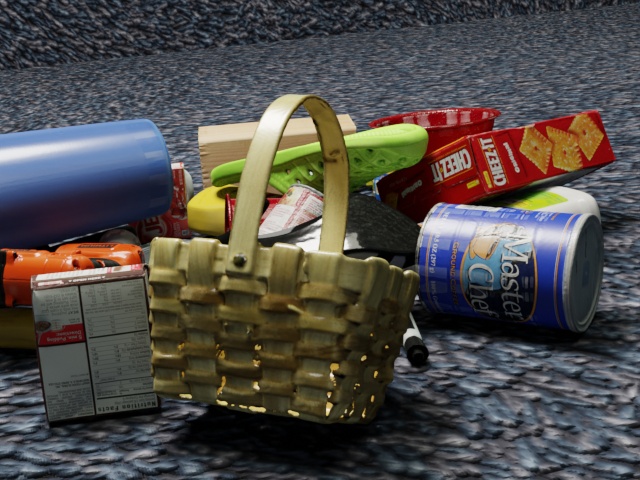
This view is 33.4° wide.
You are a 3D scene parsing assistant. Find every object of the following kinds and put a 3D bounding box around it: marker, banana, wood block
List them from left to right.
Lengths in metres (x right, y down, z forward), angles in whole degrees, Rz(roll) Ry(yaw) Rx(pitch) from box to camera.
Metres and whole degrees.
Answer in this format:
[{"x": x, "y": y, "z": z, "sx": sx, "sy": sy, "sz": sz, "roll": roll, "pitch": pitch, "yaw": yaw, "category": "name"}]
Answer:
[{"x": -0.249, "y": 0.088, "z": 0.947, "sx": 0.198, "sy": 0.037, "sz": 0.069, "roll": 2, "pitch": 34, "yaw": 21, "category": "banana"}, {"x": -0.057, "y": -0.109, "z": 1.434, "sx": 0.206, "sy": 0.091, "sz": 0.090, "roll": -5, "pitch": 18, "yaw": -4, "category": "wood block"}, {"x": 0.076, "y": 0.077, "z": 0.927, "sx": 0.020, "sy": 0.020, "sz": 0.121, "roll": -5, "pitch": 17, "yaw": -3, "category": "marker"}]

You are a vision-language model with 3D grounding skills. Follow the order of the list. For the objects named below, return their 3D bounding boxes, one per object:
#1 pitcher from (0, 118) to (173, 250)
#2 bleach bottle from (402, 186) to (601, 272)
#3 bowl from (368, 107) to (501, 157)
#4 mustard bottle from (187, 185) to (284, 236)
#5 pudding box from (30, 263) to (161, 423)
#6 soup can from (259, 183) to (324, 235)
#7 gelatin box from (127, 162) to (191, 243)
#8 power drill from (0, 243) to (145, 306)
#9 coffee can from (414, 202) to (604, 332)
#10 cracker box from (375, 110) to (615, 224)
[{"x": -0.290, "y": -0.062, "z": 1.144, "sx": 0.242, "sy": 0.149, "sz": 0.145, "roll": -13, "pitch": -25, "yaw": -22, "category": "pitcher"}, {"x": 0.152, "y": 0.002, "z": 1.081, "sx": 0.250, "sy": 0.068, "sz": 0.103, "roll": -13, "pitch": 16, "yaw": -20, "category": "bleach bottle"}, {"x": 0.141, "y": -0.124, "z": 1.306, "sx": 0.162, "sy": 0.055, "sz": 0.162, "roll": -5, "pitch": 13, "yaw": 1, "category": "bowl"}, {"x": -0.055, "y": -0.024, "z": 1.217, "sx": 0.192, "sy": 0.058, "sz": 0.096, "roll": 11, "pitch": 18, "yaw": 38, "category": "mustard bottle"}, {"x": -0.172, "y": 0.079, "z": 0.824, "sx": 0.090, "sy": 0.113, "sz": 0.039, "roll": -6, "pitch": 15, "yaw": -9, "category": "pudding box"}, {"x": -0.029, "y": 0.006, "z": 1.018, "sx": 0.069, "sy": 0.068, "sz": 0.102, "roll": 13, "pitch": 60, "yaw": 44, "category": "soup can"}, {"x": -0.193, "y": -0.043, "z": 1.255, "sx": 0.073, "sy": 0.089, "sz": 0.030, "roll": -6, "pitch": 17, "yaw": -5, "category": "gelatin box"}, {"x": -0.264, "y": 0.032, "z": 1.007, "sx": 0.185, "sy": 0.057, "sz": 0.187, "roll": 4, "pitch": 3, "yaw": 18, "category": "power drill"}, {"x": 0.168, "y": 0.022, "z": 0.944, "sx": 0.140, "sy": 0.103, "sz": 0.102, "roll": 6, "pitch": 20, "yaw": 29, "category": "coffee can"}, {"x": 0.194, "y": -0.077, "z": 1.189, "sx": 0.213, "sy": 0.072, "sz": 0.164, "roll": -13, "pitch": -8, "yaw": -37, "category": "cracker box"}]
